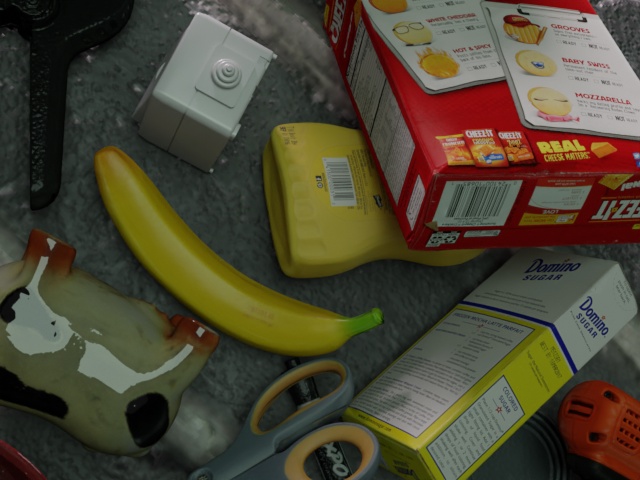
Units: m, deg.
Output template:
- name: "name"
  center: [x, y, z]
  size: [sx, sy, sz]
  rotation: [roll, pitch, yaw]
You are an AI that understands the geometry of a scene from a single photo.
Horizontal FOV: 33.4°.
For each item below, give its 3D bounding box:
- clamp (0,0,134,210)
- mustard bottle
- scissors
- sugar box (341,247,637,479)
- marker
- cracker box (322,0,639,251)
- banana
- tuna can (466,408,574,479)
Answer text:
- name: "clamp"
  center: [-0.173, -0.130, 0.656]
  size: [0.164, 0.036, 0.209]
  rotation: [43, 68, -2]
- name: "mustard bottle"
  center: [0.063, -0.030, 0.689]
  size: [0.191, 0.058, 0.096]
  rotation: [-4, 68, -16]
- name: "scissors"
  center: [-0.049, 0.146, 0.608]
  size: [0.201, 0.016, 0.096]
  rotation: [-41, 53, -14]
- name: "sugar box"
  center: [0.104, 0.075, 0.657]
  size: [0.176, 0.093, 0.048]
  rotation: [-36, 112, -20]
- name: "marker"
  center: [0.004, 0.129, 0.658]
  size: [0.020, 0.020, 0.121]
  rotation: [-21, 84, -19]
- name: "cracker box"
  center: [0.106, -0.092, 0.663]
  size: [0.164, 0.072, 0.214]
  rotation: [-3, 48, -17]
- name: "banana"
  center: [-0.060, 0.018, 0.645]
  size: [0.198, 0.037, 0.070]
  rotation: [31, 109, 0]
- name: "tuna can"
  center: [0.115, 0.145, 0.678]
  size: [0.086, 0.034, 0.086]
  rotation: [3, 77, -15]
